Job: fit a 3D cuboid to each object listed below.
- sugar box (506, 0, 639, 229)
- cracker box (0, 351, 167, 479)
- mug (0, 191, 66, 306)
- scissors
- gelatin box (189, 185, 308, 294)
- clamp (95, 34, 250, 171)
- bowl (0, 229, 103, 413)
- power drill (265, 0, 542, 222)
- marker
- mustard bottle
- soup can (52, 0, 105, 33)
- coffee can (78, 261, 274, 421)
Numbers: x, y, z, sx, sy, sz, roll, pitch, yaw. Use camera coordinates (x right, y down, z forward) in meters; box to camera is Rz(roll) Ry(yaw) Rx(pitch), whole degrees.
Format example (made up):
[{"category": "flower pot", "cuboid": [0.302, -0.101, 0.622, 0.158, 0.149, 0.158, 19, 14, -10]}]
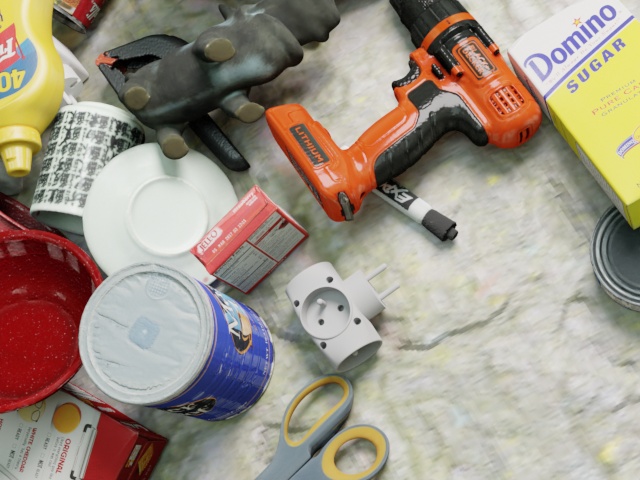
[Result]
[{"category": "sugar box", "cuboid": [0.221, -0.103, 0.791, 0.093, 0.048, 0.176, -32, 58, 5]}, {"category": "cracker box", "cuboid": [-0.256, 0.184, 0.871, 0.214, 0.072, 0.164, 25, 85, 20]}, {"category": "mug", "cuboid": [-0.285, 0.005, 0.920, 0.117, 0.093, 0.081, 37, 94, 38]}, {"category": "scissors", "cuboid": [-0.025, 0.193, 0.803, 0.096, 0.016, 0.201, 31, 73, 14]}, {"category": "gelatin box", "cuboid": [-0.056, 0.001, 0.846, 0.073, 0.089, 0.030, -45, 68, 2]}, {"category": "clamp", "cuboid": [-0.110, -0.143, 0.928, 0.171, 0.039, 0.120, 26, 78, 14]}, {"category": "bowl", "cuboid": [-0.241, 0.072, 0.835, 0.162, 0.055, 0.162, -3, 56, 4]}, {"category": "power drill", "cuboid": [0.054, -0.116, 0.847, 0.187, 0.057, 0.184, -32, 64, -2]}, {"category": "marker", "cuboid": [0.061, -0.037, 0.857, 0.121, 0.020, 0.020, 37, 89, 22]}, {"category": "mustard bottle", "cuboid": [-0.262, -0.143, 0.891, 0.096, 0.058, 0.191, -16, 72, 14]}, {"category": "soup can", "cuboid": [-0.217, -0.250, 0.972, 0.069, 0.068, 0.102, 29, 85, 21]}, {"category": "coffee can", "cuboid": [-0.105, 0.081, 0.813, 0.103, 0.140, 0.103, -4, 75, 16]}]
